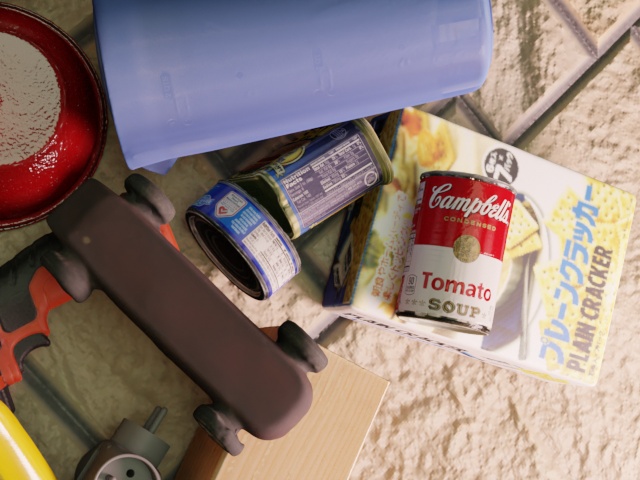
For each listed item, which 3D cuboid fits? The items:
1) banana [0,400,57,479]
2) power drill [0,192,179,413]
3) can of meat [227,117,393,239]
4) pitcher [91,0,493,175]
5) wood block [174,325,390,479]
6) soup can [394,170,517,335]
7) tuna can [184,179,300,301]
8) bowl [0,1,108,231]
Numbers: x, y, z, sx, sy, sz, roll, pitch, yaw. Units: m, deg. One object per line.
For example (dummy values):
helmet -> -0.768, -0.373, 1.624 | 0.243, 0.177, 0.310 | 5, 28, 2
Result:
banana -> -0.167, 0.168, 0.656 | 0.037, 0.070, 0.198 | -38, 104, -32
power drill -> -0.175, 0.060, 0.707 | 0.187, 0.057, 0.184 | -24, 101, -22
can of meat -> -0.010, -0.043, 0.757 | 0.083, 0.102, 0.057 | -33, 101, -18
pitcher -> -0.021, -0.138, 0.674 | 0.242, 0.149, 0.145 | -10, 82, -4
wood block -> -0.046, 0.171, 0.727 | 0.090, 0.090, 0.206 | 29, 75, -16
soup can -> 0.093, 0.009, 0.736 | 0.068, 0.069, 0.102 | 14, 82, -19
tuna can -> -0.055, 0.001, 0.743 | 0.033, 0.086, 0.086 | -42, 99, -18
bowl -> -0.218, -0.089, 0.708 | 0.162, 0.055, 0.162 | 2, 83, -20
